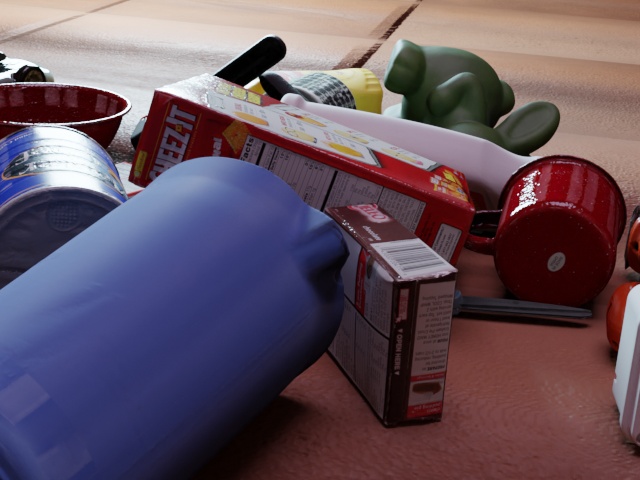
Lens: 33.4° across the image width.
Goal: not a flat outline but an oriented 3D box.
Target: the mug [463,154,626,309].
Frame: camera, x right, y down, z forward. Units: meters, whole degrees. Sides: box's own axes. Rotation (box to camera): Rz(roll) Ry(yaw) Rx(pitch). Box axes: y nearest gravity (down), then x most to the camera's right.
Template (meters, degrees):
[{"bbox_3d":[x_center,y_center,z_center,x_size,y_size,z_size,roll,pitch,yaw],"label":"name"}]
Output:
[{"bbox_3d":[0.154,-0.004,0.749,0.117,0.093,0.081,6,25,14],"label":"mug"}]

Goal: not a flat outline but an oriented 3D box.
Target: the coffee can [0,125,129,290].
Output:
[{"bbox_3d":[-0.167,-0.006,0.673,0.102,0.103,0.140,-3,21,-17],"label":"coffee can"}]

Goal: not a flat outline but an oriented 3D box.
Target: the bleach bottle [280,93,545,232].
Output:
[{"bbox_3d":[0.089,-0.053,0.851,0.251,0.102,0.068,8,55,9],"label":"bleach bottle"}]

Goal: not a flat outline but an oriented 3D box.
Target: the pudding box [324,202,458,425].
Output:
[{"bbox_3d":[0.034,0.038,0.607,0.039,0.090,0.114,-5,23,-18],"label":"pudding box"}]

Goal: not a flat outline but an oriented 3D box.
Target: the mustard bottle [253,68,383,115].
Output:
[{"bbox_3d":[-0.035,-0.158,1.170,0.191,0.058,0.096,-3,24,-16],"label":"mustard bottle"}]

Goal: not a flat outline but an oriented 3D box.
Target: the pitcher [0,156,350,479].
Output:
[{"bbox_3d":[-0.101,0.062,0.493,0.145,0.149,0.242,26,29,14],"label":"pitcher"}]

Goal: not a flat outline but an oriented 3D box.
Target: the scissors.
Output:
[{"bbox_3d":[0.071,0.046,0.700,0.202,0.016,0.096,11,23,18],"label":"scissors"}]

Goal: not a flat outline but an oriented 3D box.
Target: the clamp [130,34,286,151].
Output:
[{"bbox_3d":[-0.131,-0.110,0.977,0.164,0.036,0.210,-47,17,-26],"label":"clamp"}]

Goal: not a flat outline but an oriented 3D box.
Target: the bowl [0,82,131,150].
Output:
[{"bbox_3d":[-0.255,-0.102,0.982,0.162,0.055,0.162,3,20,-1],"label":"bowl"}]

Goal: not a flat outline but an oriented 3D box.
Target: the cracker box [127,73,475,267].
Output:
[{"bbox_3d":[-0.007,-0.043,0.735,0.213,0.072,0.164,21,13,1],"label":"cracker box"}]
